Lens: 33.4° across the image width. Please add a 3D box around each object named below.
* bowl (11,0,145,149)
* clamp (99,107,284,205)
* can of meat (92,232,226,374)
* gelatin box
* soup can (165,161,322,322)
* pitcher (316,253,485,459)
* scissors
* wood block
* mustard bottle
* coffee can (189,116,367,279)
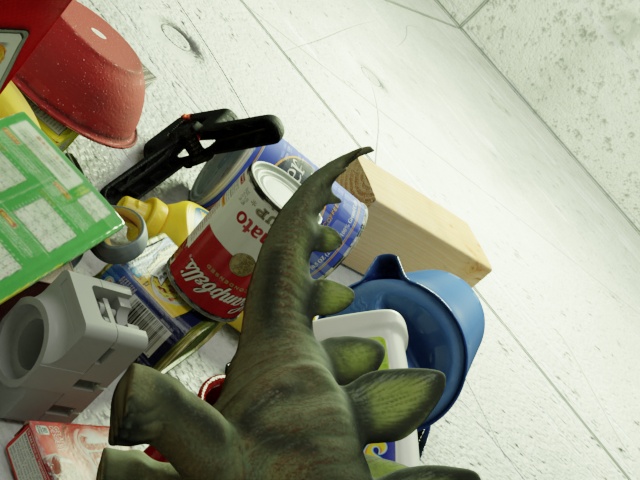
[{"bbox_3d":[-0.198,-0.150,0.875,0.162,0.055,0.162,41,16,-14],"label":"bowl"},{"bbox_3d":[-0.107,-0.089,0.962,0.210,0.164,0.036,-90,159,-72],"label":"clamp"},{"bbox_3d":[-0.120,0.047,0.795,0.084,0.057,0.102,46,22,4],"label":"can of meat"},{"bbox_3d":[-0.136,0.149,0.623,0.073,0.030,0.089,17,36,-50],"label":"gelatin box"},{"bbox_3d":[-0.055,0.001,0.774,0.068,0.102,0.068,36,23,-18],"label":"soup can"},{"bbox_3d":[0.085,0.100,0.984,0.145,0.149,0.242,42,13,10],"label":"pitcher"},{"bbox_3d":[-0.196,-0.020,0.808,0.202,0.096,0.016,32,-38,50],"label":"scissors"},{"bbox_3d":[0.088,-0.006,1.219,0.205,0.091,0.090,28,28,-38],"label":"wood block"},{"bbox_3d":[-0.090,0.020,0.894,0.191,0.058,0.096,34,30,-27],"label":"mustard bottle"},{"bbox_3d":[-0.040,-0.036,1.022,0.140,0.103,0.103,38,23,-20],"label":"coffee can"}]
